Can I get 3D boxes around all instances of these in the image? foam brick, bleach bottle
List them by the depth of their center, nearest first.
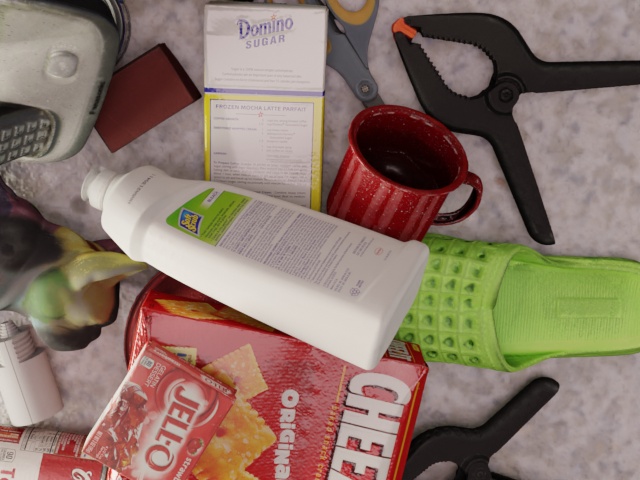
[{"bbox_3d":[-0.055,0.001,0.775,0.251,0.102,0.068,23,133,13],"label":"bleach bottle"},{"bbox_3d":[-0.138,-0.110,0.815,0.078,0.053,0.051,-31,100,4],"label":"foam brick"}]

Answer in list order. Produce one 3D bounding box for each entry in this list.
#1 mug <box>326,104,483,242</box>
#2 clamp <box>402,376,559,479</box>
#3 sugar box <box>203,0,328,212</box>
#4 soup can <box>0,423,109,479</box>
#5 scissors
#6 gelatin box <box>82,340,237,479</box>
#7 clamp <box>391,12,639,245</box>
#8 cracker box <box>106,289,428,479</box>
[{"bbox_3d":[0.064,-0.039,0.807,0.117,0.093,0.082,10,136,-14],"label":"mug"},{"bbox_3d":[0.134,0.195,0.879,0.171,0.039,0.120,-20,91,-4],"label":"clamp"},{"bbox_3d":[-0.042,-0.092,0.817,0.093,0.048,0.176,3,104,1],"label":"sugar box"},{"bbox_3d":[-0.221,0.188,0.863,0.102,0.068,0.068,8,101,-2],"label":"soup can"},{"bbox_3d":[0.043,-0.138,0.831,0.201,0.016,0.096,44,100,-8],"label":"scissors"},{"bbox_3d":[-0.111,0.125,0.740,0.073,0.030,0.089,32,97,-7],"label":"gelatin box"},{"bbox_3d":[0.141,-0.103,0.830,0.210,0.036,0.164,25,99,-4],"label":"clamp"},{"bbox_3d":[-0.043,0.141,0.798,0.213,0.072,0.164,12,99,-3],"label":"cracker box"}]
